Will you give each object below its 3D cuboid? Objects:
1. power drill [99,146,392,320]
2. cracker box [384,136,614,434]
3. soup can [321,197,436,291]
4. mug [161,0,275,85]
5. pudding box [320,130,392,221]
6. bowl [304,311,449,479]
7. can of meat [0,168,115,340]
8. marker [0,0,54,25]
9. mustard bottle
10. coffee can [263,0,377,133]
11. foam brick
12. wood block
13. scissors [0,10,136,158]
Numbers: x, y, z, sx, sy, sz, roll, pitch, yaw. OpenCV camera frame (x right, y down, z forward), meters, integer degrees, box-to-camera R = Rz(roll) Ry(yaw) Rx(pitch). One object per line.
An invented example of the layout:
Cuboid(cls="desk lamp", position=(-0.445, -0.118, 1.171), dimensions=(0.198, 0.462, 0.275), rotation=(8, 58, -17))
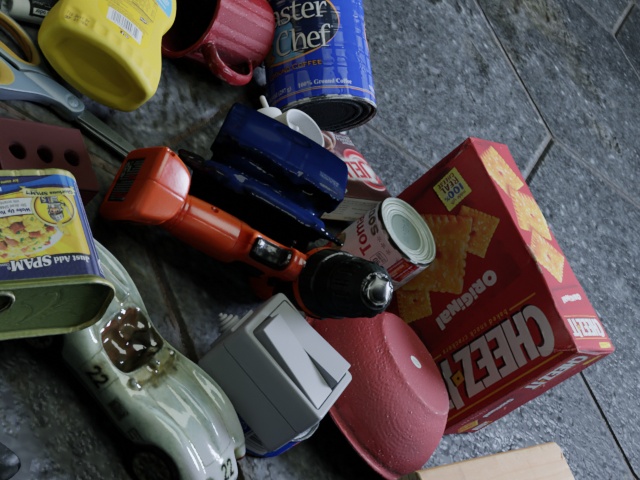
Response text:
Cuboid(cls="power drill", position=(-0.055, 0.001, 0.768), dimensions=(0.187, 0.185, 0.057), rotation=(31, 77, -24))
Cuboid(cls="cracker box", position=(0.134, 0.042, 0.949), dimensions=(0.071, 0.164, 0.214), rotation=(6, 54, -47))
Cuboid(cls="soup can", position=(0.040, 0.018, 0.912), dimensions=(0.068, 0.102, 0.068), rotation=(32, 38, -29))
Cuboid(cls="mug", position=(-0.091, -0.188, 0.962), dimensions=(0.081, 0.093, 0.117), rotation=(17, 42, -49))
Cuboid(cls="pudding box", position=(0.006, -0.062, 0.994), dimensions=(0.113, 0.039, 0.090), rotation=(1, 47, -51))
Cuboid(cls="bowl", position=(0.055, 0.111, 0.850), dimensions=(0.162, 0.055, 0.162), rotation=(48, 20, -24))
Cuboid(cls="can of meat", position=(-0.180, 0.007, 0.614), dimensions=(0.101, 0.058, 0.084), rotation=(-4, 58, -33))
Cuboid(cls="marker", position=(-0.205, -0.180, 0.876), dimensions=(0.120, 0.020, 0.020), rotation=(4, 56, -50))
Cuboid(cls="mustard bottle", position=(-0.163, -0.196, 0.868), dimensions=(0.096, 0.058, 0.191), rotation=(37, 38, -29))
Cuboid(cls="coffee can", position=(-0.005, -0.182, 1.014), dimensions=(0.102, 0.103, 0.140), rotation=(8, 70, -48))
Cuboid(cls="foam brick", position=(-0.199, -0.045, 0.720), dimensions=(0.078, 0.051, 0.053), rotation=(4, 56, -50))
Cuboid(cls="wood block", position=(0.118, 0.222, 0.823), dimensions=(0.205, 0.090, 0.091), rotation=(5, 56, -50))
Cuboid(cls="scissors", position=(-0.204, -0.099, 0.801), dimensions=(0.201, 0.016, 0.096), rotation=(47, 34, -8))
